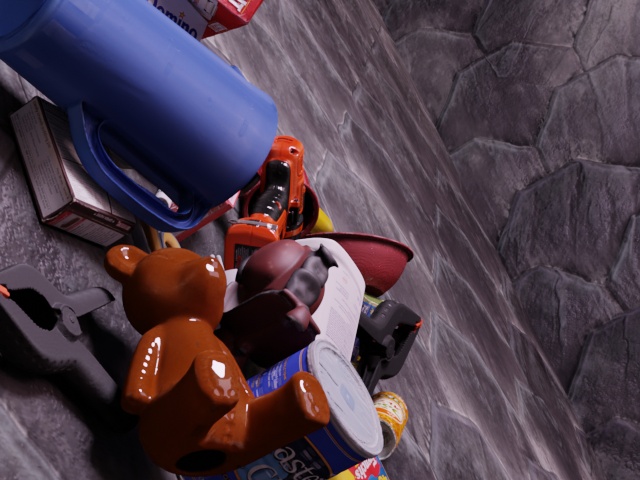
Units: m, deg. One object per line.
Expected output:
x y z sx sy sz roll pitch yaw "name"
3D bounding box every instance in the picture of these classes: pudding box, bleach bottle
-0.209 -0.057 0.902 0.090 0.039 0.113 28 32 -60 "pudding box"
-0.015 0.128 1.005 0.102 0.068 0.250 53 39 -45 "bleach bottle"

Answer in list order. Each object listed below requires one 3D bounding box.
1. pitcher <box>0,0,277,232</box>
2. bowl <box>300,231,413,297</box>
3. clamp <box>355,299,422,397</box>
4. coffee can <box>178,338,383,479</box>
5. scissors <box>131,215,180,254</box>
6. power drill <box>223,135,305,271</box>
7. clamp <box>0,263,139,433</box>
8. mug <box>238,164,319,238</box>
-0.161 -0.128 0.906 0.242 0.145 0.149 38 11 -40 "pitcher"
0.036 0.038 1.352 0.162 0.162 0.055 34 57 -58 "bowl"
0.061 0.133 1.219 0.209 0.036 0.164 -14 111 -61 "clamp"
-0.035 0.157 0.860 0.102 0.140 0.103 53 16 -23 "coffee can"
-0.132 0.060 0.975 0.202 0.016 0.096 69 12 15 "scissors"
-0.058 0.001 1.156 0.187 0.057 0.184 -74 168 -59 "power drill"
-0.182 0.072 0.746 0.120 0.039 0.171 63 14 23 "clamp"
-0.063 -0.057 1.307 0.117 0.093 0.081 15 26 -15 "mug"
